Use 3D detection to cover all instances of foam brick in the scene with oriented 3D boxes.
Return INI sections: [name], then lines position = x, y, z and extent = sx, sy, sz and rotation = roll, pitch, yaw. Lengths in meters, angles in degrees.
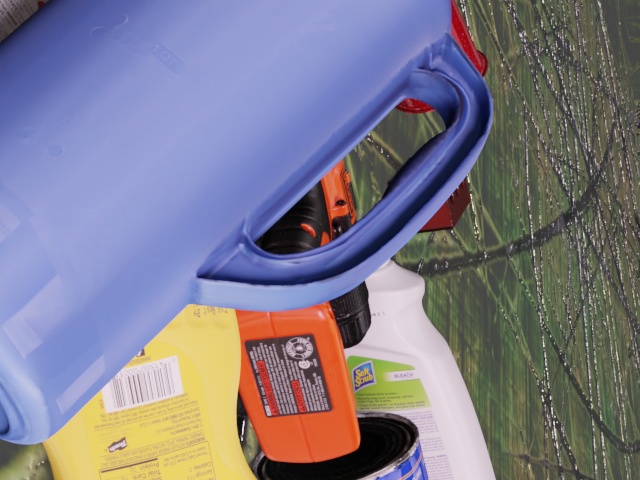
[foam brick]
position = 0.099, -0.043, 0.960
extent = 0.078, 0.051, 0.053
rotation = -49, 127, -61

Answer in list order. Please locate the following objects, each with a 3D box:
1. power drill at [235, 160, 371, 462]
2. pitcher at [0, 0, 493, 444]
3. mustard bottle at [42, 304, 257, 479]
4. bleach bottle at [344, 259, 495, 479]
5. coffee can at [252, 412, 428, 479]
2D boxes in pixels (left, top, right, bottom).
[power drill]
position = -0.006, 0.032, 0.603
extent = 0.187, 0.057, 0.184
rotation = -87, 163, -55
[pitcher]
position = -0.056, -0.038, 0.406
extent = 0.242, 0.149, 0.145
rotation = -49, 123, -30
[mustard bottle]
position = -0.072, 0.117, 0.468
extent = 0.058, 0.096, 0.191
rotation = -174, -106, -69
[bleach bottle]
position = 0.067, 0.115, 0.767
extent = 0.068, 0.103, 0.251
rotation = -51, 130, -66
[coffee can]
position = 0.025, 0.189, 0.646
extent = 0.102, 0.103, 0.140
rotation = -39, 118, -63
